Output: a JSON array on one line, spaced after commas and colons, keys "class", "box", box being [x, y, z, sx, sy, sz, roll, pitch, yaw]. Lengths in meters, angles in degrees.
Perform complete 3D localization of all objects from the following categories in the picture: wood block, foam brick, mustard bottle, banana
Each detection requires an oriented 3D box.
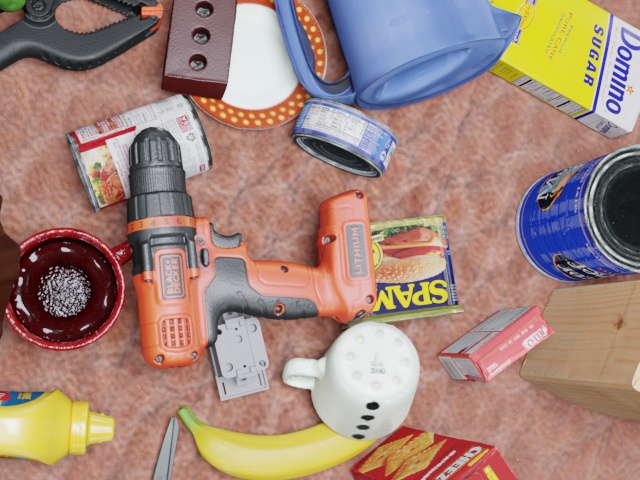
[{"class": "wood block", "box": [0.252, 0.091, 0.863, 0.090, 0.206, 0.091, 25, 81, -8]}, {"class": "foam brick", "box": [-0.099, -0.161, 0.870, 0.053, 0.051, 0.078, 7, 84, -10]}, {"class": "mustard bottle", "box": [-0.254, 0.139, 0.810, 0.191, 0.096, 0.058, 5, 83, -11]}, {"class": "banana", "box": [-0.017, 0.162, 0.887, 0.197, 0.037, 0.069, -4, 86, -12]}]

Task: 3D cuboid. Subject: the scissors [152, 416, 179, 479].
[{"class": "scissors", "box": [-0.124, 0.255, 0.867, 0.096, 0.016, 0.201, 28, 81, -10]}]

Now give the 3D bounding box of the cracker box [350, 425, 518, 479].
[{"class": "cracker box", "box": [0.117, 0.232, 0.817, 0.072, 0.214, 0.164, -37, 93, -13]}]

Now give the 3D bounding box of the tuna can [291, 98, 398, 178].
[{"class": "tuna can", "box": [0.020, -0.085, 0.893, 0.086, 0.086, 0.034, 25, 82, -9]}]

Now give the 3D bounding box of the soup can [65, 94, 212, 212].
[{"class": "soup can", "box": [-0.147, -0.072, 0.866, 0.102, 0.068, 0.068, -21, 89, -13]}]

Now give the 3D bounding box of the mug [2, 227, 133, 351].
[{"class": "mug", "box": [-0.191, 0.033, 0.840, 0.117, 0.081, 0.093, -36, 93, -12]}]

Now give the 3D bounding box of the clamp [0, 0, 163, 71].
[{"class": "clamp", "box": [-0.237, -0.195, 0.875, 0.209, 0.036, 0.164, -8, 81, -15]}]

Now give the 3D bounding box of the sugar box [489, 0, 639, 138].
[{"class": "sugar box", "box": [0.216, -0.173, 0.962, 0.176, 0.048, 0.093, 26, 81, -7]}]

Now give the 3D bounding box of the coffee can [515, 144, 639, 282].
[{"class": "coffee can", "box": [0.239, -0.019, 0.904, 0.102, 0.140, 0.103, 1, 85, -12]}]

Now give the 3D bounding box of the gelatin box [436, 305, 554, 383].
[{"class": "gelatin box", "box": [0.147, 0.088, 0.901, 0.073, 0.089, 0.030, -34, 92, -13]}]

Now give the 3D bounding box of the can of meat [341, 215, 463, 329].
[{"class": "can of meat", "box": [0.064, 0.027, 0.907, 0.102, 0.057, 0.084, -7, 84, -12]}]

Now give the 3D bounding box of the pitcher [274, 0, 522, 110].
[{"class": "pitcher", "box": [0.045, -0.236, 0.888, 0.148, 0.145, 0.243, -12, 78, -38]}]

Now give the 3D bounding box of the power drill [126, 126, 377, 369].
[{"class": "power drill", "box": [-0.055, 0.001, 0.826, 0.187, 0.057, 0.184, -3, 83, -17]}]
